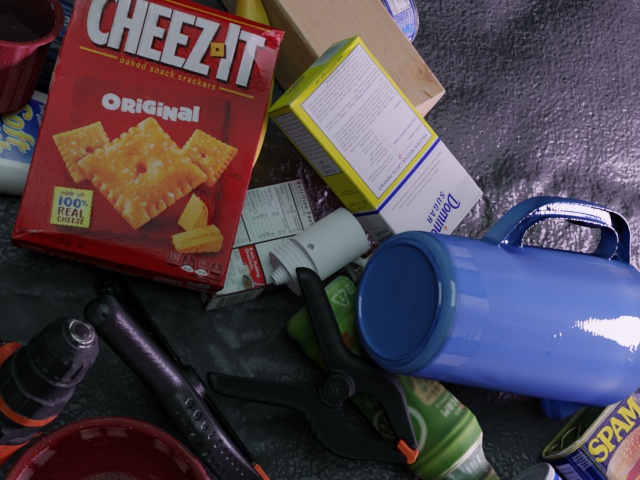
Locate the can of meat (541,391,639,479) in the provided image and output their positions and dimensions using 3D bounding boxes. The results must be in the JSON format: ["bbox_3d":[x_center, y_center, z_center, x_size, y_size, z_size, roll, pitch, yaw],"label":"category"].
[{"bbox_3d":[0.257,0.184,0.927,0.102,0.058,0.084,-40,88,-26],"label":"can of meat"}]

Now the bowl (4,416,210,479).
[{"bbox_3d":[-0.155,0.211,0.775,0.162,0.055,0.162,2,74,-7],"label":"bowl"}]

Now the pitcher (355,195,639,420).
[{"bbox_3d":[0.152,0.051,0.854,0.242,0.145,0.149,11,57,-38],"label":"pitcher"}]

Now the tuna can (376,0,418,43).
[{"bbox_3d":[0.051,-0.215,1.000,0.033,0.086,0.086,-32,82,-24],"label":"tuna can"}]

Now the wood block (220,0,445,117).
[{"bbox_3d":[0.006,-0.180,0.970,0.090,0.090,0.206,-31,82,-25],"label":"wood block"}]

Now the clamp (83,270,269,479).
[{"bbox_3d":[-0.112,0.108,0.818,0.036,0.165,0.210,-36,106,-3],"label":"clamp"}]

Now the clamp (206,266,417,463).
[{"bbox_3d":[0.011,0.104,0.829,0.171,0.039,0.120,32,91,-1],"label":"clamp"}]

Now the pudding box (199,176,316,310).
[{"bbox_3d":[-0.056,0.001,0.908,0.113,0.039,0.090,-13,75,-24],"label":"pudding box"}]

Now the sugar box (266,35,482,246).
[{"bbox_3d":[0.047,-0.070,0.874,0.093,0.048,0.176,-48,111,-23],"label":"sugar box"}]

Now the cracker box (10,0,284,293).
[{"bbox_3d":[-0.132,-0.080,0.827,0.164,0.072,0.213,15,82,-14],"label":"cracker box"}]

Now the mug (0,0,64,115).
[{"bbox_3d":[-0.261,-0.151,0.810,0.117,0.082,0.093,2,51,-30],"label":"mug"}]

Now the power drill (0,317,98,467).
[{"bbox_3d":[-0.244,0.056,0.758,0.057,0.185,0.188,-9,61,-52],"label":"power drill"}]
